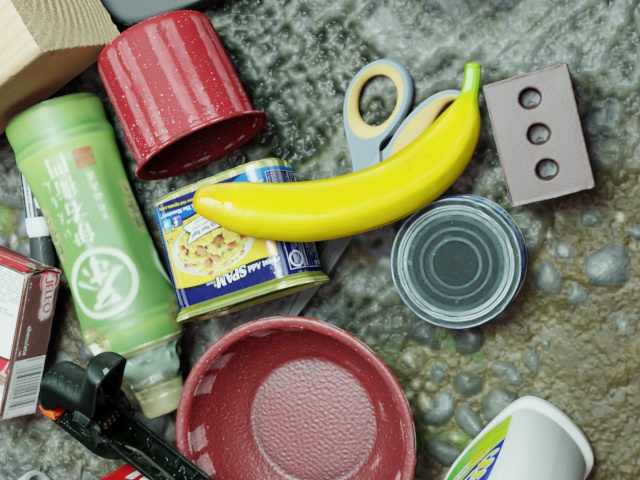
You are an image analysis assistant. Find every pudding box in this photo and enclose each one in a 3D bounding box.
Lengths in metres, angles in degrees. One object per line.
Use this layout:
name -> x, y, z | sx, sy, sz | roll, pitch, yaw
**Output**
pudding box -> -0.238, 0.060, 0.762 | 0.090, 0.039, 0.113 | 20, 102, 27

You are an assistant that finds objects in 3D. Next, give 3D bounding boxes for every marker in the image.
marker -> -0.205, -0.035, 0.767 | 0.020, 0.020, 0.121 | -6, 93, 15

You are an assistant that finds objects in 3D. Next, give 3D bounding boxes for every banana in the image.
banana -> 0.022, -0.039, 0.656 | 0.197, 0.037, 0.069 | -26, 88, -8

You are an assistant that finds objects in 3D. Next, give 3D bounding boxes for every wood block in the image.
wood block -> -0.247, -0.114, 0.712 | 0.206, 0.090, 0.090 | -30, 90, 27

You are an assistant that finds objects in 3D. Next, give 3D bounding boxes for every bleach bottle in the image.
bleach bottle -> 0.096, 0.160, 0.580 | 0.068, 0.250, 0.103 | 43, 103, 8

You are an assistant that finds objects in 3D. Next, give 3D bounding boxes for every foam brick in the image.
foam brick -> 0.135, -0.065, 0.655 | 0.053, 0.051, 0.078 | -14, 90, 15

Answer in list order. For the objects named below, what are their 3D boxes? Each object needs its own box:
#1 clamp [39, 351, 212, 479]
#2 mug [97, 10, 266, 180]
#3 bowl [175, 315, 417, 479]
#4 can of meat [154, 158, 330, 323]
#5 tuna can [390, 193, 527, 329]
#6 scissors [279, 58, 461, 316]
clamp -> -0.136, 0.124, 0.708 | 0.039, 0.172, 0.120 | -36, 102, -27
mug -> -0.100, -0.092, 0.706 | 0.117, 0.093, 0.081 | -35, 78, 51
bowl -> -0.012, 0.126, 0.708 | 0.162, 0.055, 0.162 | 1, 95, 15
can of meat -> -0.055, 0.001, 0.702 | 0.102, 0.057, 0.084 | -19, 82, 23
tuna can -> 0.088, 0.013, 0.683 | 0.086, 0.033, 0.086 | 1, 95, 15
scissors -> 0.015, -0.037, 0.709 | 0.202, 0.016, 0.096 | -42, 82, 14
